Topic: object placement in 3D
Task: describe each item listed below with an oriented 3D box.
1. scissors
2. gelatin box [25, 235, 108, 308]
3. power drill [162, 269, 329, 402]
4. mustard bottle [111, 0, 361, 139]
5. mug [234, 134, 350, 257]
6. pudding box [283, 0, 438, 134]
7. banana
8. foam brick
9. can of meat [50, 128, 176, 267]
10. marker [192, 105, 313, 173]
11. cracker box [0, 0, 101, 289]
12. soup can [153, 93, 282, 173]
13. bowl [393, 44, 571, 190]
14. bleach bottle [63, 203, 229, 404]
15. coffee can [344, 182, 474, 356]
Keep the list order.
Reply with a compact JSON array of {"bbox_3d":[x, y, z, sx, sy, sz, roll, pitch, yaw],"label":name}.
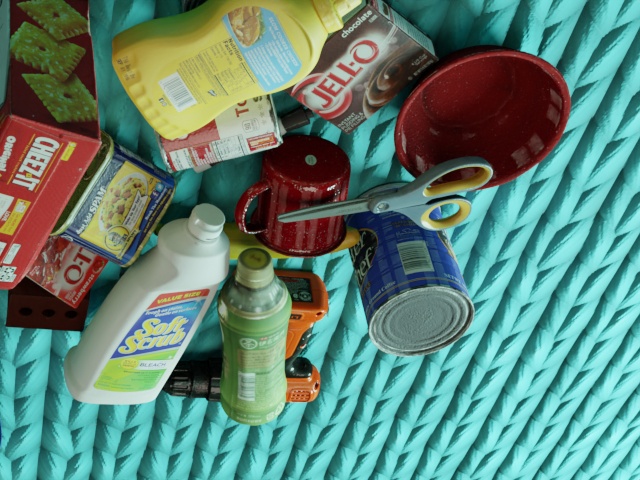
[{"bbox_3d":[0.062,-0.025,0.974,0.201,0.016,0.096,-19,143,-5],"label":"scissors"},{"bbox_3d":[-0.234,0.007,1.000,0.073,0.030,0.089,43,77,-40],"label":"gelatin box"},{"bbox_3d":[-0.076,0.111,1.161,0.184,0.057,0.188,3,137,-16],"label":"power drill"},{"bbox_3d":[-0.059,-0.154,0.831,0.192,0.058,0.096,-22,132,11],"label":"mustard bottle"},{"bbox_3d":[-0.026,-0.041,0.982,0.117,0.093,0.081,-17,136,-27],"label":"mug"},{"bbox_3d":[0.029,-0.154,0.917,0.089,0.039,0.114,30,123,-36],"label":"pudding box"},{"bbox_3d":[-0.063,0.001,1.041,0.197,0.070,0.037,0,92,-8],"label":"banana"},{"bbox_3d":[-0.269,0.054,1.057,0.078,0.051,0.053,5,135,-18],"label":"foam brick"},{"bbox_3d":[-0.189,-0.036,0.958,0.083,0.058,0.102,31,92,-39],"label":"can of meat"},{"bbox_3d":[-0.062,-0.093,0.974,0.121,0.020,0.020,-23,136,11],"label":"marker"},{"bbox_3d":[-0.227,-0.096,0.791,0.072,0.214,0.164,16,130,-30],"label":"cracker box"},{"bbox_3d":[-0.089,-0.103,0.922,0.102,0.068,0.068,-14,137,1],"label":"soup can"},{"bbox_3d":[0.140,-0.121,0.965,0.162,0.055,0.162,-6,137,-6],"label":"bowl"},{"bbox_3d":[-0.159,0.059,1.013,0.102,0.068,0.251,7,135,-30],"label":"bleach bottle"},{"bbox_3d":[0.083,0.027,1.045,0.102,0.140,0.103,-7,137,-7],"label":"coffee can"}]
